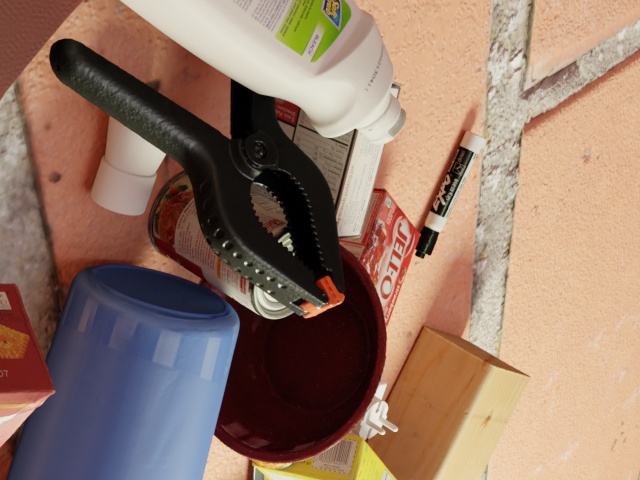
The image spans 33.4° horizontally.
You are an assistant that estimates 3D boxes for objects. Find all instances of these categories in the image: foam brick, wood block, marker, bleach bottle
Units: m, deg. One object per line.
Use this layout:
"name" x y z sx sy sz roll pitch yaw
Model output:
"foam brick" -0.168 -0.115 0.529 0.078 0.051 0.053 -53 143 -12
"wood block" 0.110 0.201 1.051 0.090 0.090 0.206 21 96 -53
"marker" 0.113 -0.040 0.954 0.020 0.020 0.121 16 100 -54
"bleach bottle" -0.039 -0.129 0.596 0.250 0.068 0.102 40 65 -36

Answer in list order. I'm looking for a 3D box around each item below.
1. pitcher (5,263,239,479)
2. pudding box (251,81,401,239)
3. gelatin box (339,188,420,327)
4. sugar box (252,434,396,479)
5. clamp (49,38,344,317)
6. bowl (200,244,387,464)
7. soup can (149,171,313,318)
"pitcher" -0.133 0.142 0.695 0.144 0.149 0.243 11 102 -35
"pudding box" -0.001 -0.068 0.733 0.039 0.090 0.113 -9 119 -48
"gelatin box" 0.043 0.013 0.848 0.073 0.030 0.089 48 58 -50
"sugar box" 0.018 0.215 0.937 0.176 0.093 0.048 55 46 -55
"clamp" -0.043 -0.055 0.635 0.164 0.036 0.210 -40 97 -42
"bowl" -0.016 0.075 0.753 0.055 0.162 0.162 21 96 -59
"soup can" -0.055 0.001 0.703 0.068 0.102 0.068 -30 134 -37
